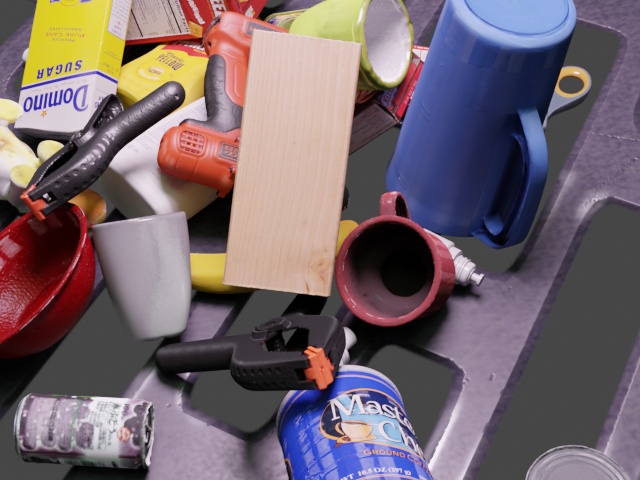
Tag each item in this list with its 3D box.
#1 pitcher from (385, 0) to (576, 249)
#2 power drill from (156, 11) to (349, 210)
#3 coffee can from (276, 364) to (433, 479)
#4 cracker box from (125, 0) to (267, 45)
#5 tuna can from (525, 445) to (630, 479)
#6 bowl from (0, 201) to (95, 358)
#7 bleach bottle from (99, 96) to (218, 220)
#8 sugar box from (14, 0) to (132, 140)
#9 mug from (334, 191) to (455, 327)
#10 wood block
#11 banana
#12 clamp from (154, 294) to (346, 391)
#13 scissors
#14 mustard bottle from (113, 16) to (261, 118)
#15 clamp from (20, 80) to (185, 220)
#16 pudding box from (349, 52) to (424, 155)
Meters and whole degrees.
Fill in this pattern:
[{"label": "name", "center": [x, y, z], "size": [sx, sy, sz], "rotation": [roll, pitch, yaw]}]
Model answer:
[{"label": "pitcher", "center": [0.149, -0.116, 0.958], "size": [0.149, 0.243, 0.145], "rotation": [21, 52, 8]}, {"label": "power drill", "center": [-0.053, -0.118, 1.015], "size": [0.184, 0.057, 0.187], "rotation": [17, 56, -18]}, {"label": "coffee can", "center": [0.028, 0.173, 0.781], "size": [0.102, 0.103, 0.140], "rotation": [-8, 29, -7]}, {"label": "cracker box", "center": [-0.155, -0.286, 1.161], "size": [0.214, 0.072, 0.164], "rotation": [-1, 41, 25]}, {"label": "tuna can", "center": [0.199, 0.205, 0.827], "size": [0.086, 0.034, 0.086], "rotation": [0, 50, 0]}, {"label": "bowl", "center": [-0.248, 0.045, 0.920], "size": [0.162, 0.055, 0.162], "rotation": [-25, 39, 21]}, {"label": "bleach bottle", "center": [-0.093, -0.101, 1.063], "size": [0.250, 0.068, 0.103], "rotation": [-36, 65, -29]}, {"label": "sugar box", "center": [-0.248, -0.191, 1.079], "size": [0.093, 0.048, 0.176], "rotation": [5, 81, 25]}, {"label": "mug", "center": [0.068, 0.016, 0.926], "size": [0.093, 0.081, 0.117], "rotation": [-9, 83, 20]}, {"label": "wood block", "center": [-0.023, -0.065, 0.897], "size": [0.091, 0.206, 0.090], "rotation": [7, 6, -2]}, {"label": "banana", "center": [-0.058, 0.016, 0.981], "size": [0.197, 0.037, 0.069], "rotation": [-6, 53, -5]}, {"label": "clamp", "center": [-0.029, 0.079, 0.864], "size": [0.164, 0.036, 0.210], "rotation": [-26, 14, -24]}, {"label": "scissors", "center": [0.244, -0.124, 1.110], "size": [0.096, 0.016, 0.201], "rotation": [-1, 51, -1]}, {"label": "mustard bottle", "center": [-0.132, -0.187, 1.136], "size": [0.096, 0.058, 0.191], "rotation": [29, 56, 30]}, {"label": "clamp", "center": [-0.207, -0.085, 0.961], "size": [0.171, 0.039, 0.120], "rotation": [-44, 22, -23]}, {"label": "pudding box", "center": [0.046, -0.134, 1.059], "size": [0.039, 0.114, 0.090], "rotation": [39, 51, -15]}]
